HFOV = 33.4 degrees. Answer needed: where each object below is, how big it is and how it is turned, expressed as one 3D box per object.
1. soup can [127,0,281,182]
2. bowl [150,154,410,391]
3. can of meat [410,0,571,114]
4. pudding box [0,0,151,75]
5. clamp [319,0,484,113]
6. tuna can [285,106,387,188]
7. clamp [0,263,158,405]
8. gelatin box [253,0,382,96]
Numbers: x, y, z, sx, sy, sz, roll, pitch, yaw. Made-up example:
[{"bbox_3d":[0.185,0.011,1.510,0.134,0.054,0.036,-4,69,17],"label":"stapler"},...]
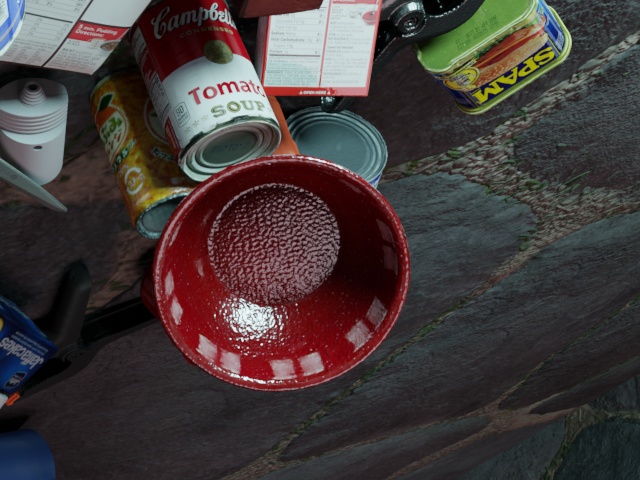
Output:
[{"bbox_3d":[-0.072,-0.096,0.664,0.068,0.102,0.068,-20,157,-9],"label":"soup can"},{"bbox_3d":[-0.027,0.014,0.683,0.162,0.055,0.162,-3,113,-7],"label":"bowl"},{"bbox_3d":[0.126,-0.151,0.799,0.102,0.057,0.083,-32,154,18],"label":"can of meat"},{"bbox_3d":[-0.139,-0.142,0.582,0.089,0.039,0.114,2,145,-45],"label":"pudding box"},{"bbox_3d":[0.053,-0.152,0.740,0.171,0.039,0.120,-22,153,1],"label":"clamp"},{"bbox_3d":[0.007,-0.063,0.832,0.086,0.086,0.034,-14,146,-23],"label":"tuna can"},{"bbox_3d":[-0.228,0.093,1.022,0.210,0.036,0.164,-40,152,26],"label":"clamp"},{"bbox_3d":[-0.002,-0.136,0.677,0.073,0.030,0.089,-2,124,-15],"label":"gelatin box"}]
